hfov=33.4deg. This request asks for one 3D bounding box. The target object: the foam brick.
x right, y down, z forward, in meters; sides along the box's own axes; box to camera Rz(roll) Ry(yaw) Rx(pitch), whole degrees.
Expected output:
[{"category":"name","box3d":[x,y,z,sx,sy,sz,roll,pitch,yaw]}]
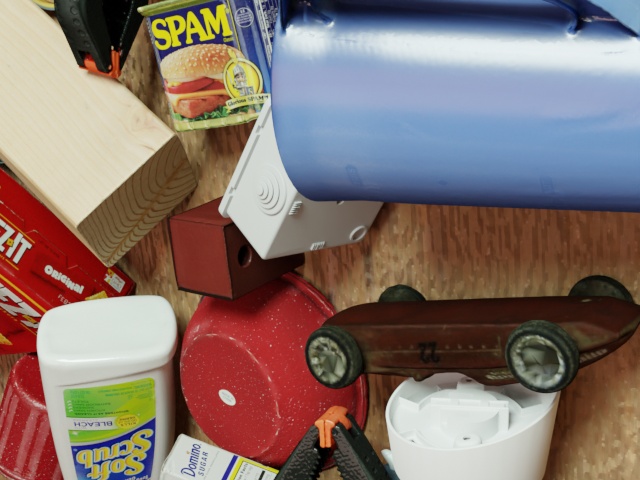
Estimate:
[{"category":"foam brick","box3d":[-0.055,0.001,0.706,0.051,0.078,0.053,7,113,36]}]

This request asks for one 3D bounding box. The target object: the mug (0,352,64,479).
[{"category":"mug","box3d":[-0.229,0.139,0.901,0.117,0.093,0.082,-114,40,-52]}]

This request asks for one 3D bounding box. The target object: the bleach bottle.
[{"category":"bleach bottle","box3d":[-0.153,0.157,0.832,0.068,0.102,0.251,-103,10,-49]}]

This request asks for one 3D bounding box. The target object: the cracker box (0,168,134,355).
[{"category":"cracker box","box3d":[-0.281,0.024,0.849,0.214,0.072,0.164,-9,138,41]}]

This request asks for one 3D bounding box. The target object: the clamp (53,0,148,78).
[{"category":"clamp","box3d":[-0.138,-0.187,0.657,0.039,0.120,0.171,17,105,29]}]

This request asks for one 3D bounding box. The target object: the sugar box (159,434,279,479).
[{"category":"sugar box","box3d":[-0.030,0.207,0.739,0.176,0.048,0.093,17,124,5]}]

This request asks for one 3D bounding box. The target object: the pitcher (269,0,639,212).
[{"category":"pitcher","box3d":[0.104,-0.077,0.486,0.243,0.149,0.145,6,115,24]}]

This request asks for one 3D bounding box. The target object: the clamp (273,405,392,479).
[{"category":"clamp","box3d":[0.000,0.210,0.679,0.165,0.036,0.210,-5,99,21]}]

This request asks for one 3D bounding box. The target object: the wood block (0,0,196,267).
[{"category":"wood block","box3d":[-0.194,-0.091,0.751,0.206,0.090,0.090,42,168,16]}]

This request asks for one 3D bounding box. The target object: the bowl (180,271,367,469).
[{"category":"bowl","box3d":[-0.047,0.099,0.751,0.162,0.055,0.162,15,116,35]}]

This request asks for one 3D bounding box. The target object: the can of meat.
[{"category":"can of meat","box3d":[-0.060,-0.118,0.680,0.102,0.057,0.084,-2,108,40]}]
